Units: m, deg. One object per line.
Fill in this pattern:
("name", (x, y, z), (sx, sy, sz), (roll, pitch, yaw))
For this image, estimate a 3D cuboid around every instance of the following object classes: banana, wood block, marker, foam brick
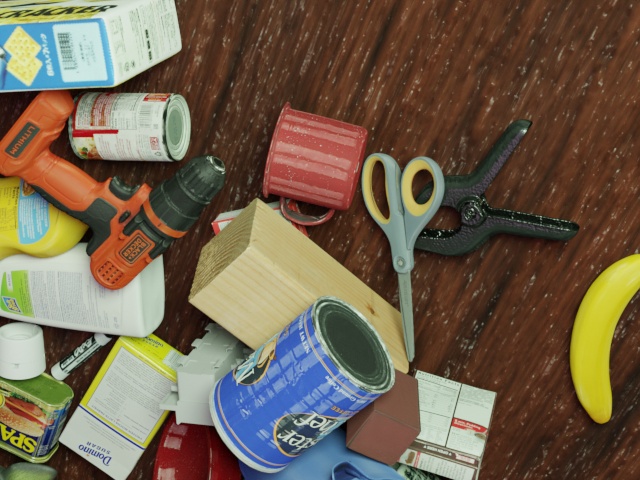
("banana", (0.277, 0.090, 1.027), (0.069, 0.037, 0.198), (20, 116, 8))
("wood block", (-0.017, 0.067, 1.043), (0.206, 0.090, 0.090), (39, 118, -20))
("marker", (-0.260, 0.120, 1.202), (0.121, 0.020, 0.020), (-38, 99, 26))
("foam brick", (0.059, 0.160, 0.998), (0.051, 0.078, 0.053), (27, 120, -13))

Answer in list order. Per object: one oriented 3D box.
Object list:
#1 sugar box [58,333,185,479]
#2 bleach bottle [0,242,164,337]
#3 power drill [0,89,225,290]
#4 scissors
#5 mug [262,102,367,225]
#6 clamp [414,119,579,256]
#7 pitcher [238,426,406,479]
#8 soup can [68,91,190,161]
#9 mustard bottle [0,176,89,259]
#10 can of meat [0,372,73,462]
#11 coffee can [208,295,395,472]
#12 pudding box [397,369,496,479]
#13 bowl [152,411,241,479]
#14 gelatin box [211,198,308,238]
("sugar box", (-0.217, 0.185, 1.205), (0.093, 0.048, 0.176), (35, 121, -1))
("bleach bottle", (-0.296, 0.042, 1.157), (0.251, 0.068, 0.102), (6, 110, 16))
("power drill", (-0.205, -0.062, 1.014), (0.187, 0.057, 0.185), (43, 115, -10))
("scissors", (0.092, 0.008, 1.011), (0.096, 0.016, 0.202), (-21, 83, 38))
("mug", (-0.006, -0.066, 1.013), (0.081, 0.093, 0.117), (14, 118, 4))
("clamp", (0.147, -0.042, 1.008), (0.172, 0.039, 0.120), (-13, 97, 23))
("pitcher", (0.007, 0.259, 1.059), (0.144, 0.243, 0.149), (21, 94, -26))
("soup can", (-0.188, -0.113, 1.055), (0.102, 0.068, 0.068), (3, 113, 14))
("mustard bottle", (-0.301, -0.029, 1.118), (0.192, 0.058, 0.096), (-7, 72, 18))
("can of meat", (-0.344, 0.196, 1.239), (0.102, 0.057, 0.084), (26, 114, 3))
("coffee can", (-0.018, 0.131, 0.968), (0.140, 0.102, 0.103), (-40, 97, 25))
("pudding box", (0.124, 0.185, 1.069), (0.090, 0.113, 0.039), (15, 120, 10))
("bowl", (-0.131, 0.260, 1.174), (0.055, 0.162, 0.162), (13, 121, -28))
("gelatin box", (-0.057, 0.001, 1.088), (0.089, 0.030, 0.073), (-12, 108, 17))
